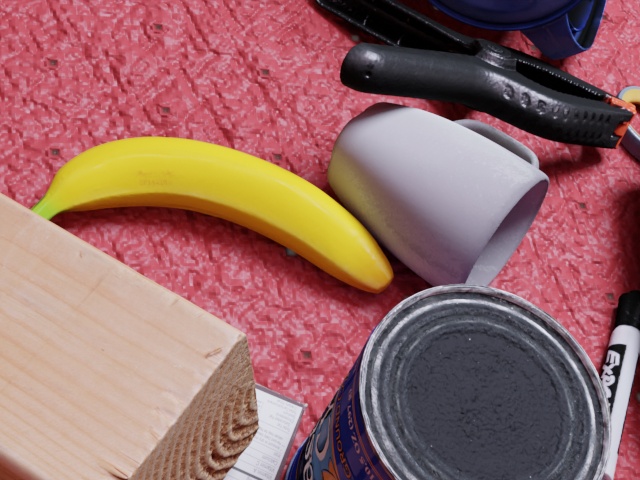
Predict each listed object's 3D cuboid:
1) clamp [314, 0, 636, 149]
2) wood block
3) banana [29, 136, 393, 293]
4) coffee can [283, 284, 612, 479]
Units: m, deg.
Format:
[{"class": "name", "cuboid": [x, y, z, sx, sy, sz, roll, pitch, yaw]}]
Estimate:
[{"class": "clamp", "cuboid": [0.092, -0.095, 0.627, 0.210, 0.036, 0.164, 20, 26, -9]}, {"class": "wood block", "cuboid": [-0.136, 0.043, 0.442, 0.206, 0.090, 0.090, 28, 60, 19]}, {"class": "banana", "cuboid": [-0.055, -0.018, 0.569, 0.197, 0.037, 0.069, 9, 76, -9]}, {"class": "coffee can", "cuboid": [0.047, 0.096, 0.461, 0.102, 0.140, 0.103, 7, 58, -12]}]
